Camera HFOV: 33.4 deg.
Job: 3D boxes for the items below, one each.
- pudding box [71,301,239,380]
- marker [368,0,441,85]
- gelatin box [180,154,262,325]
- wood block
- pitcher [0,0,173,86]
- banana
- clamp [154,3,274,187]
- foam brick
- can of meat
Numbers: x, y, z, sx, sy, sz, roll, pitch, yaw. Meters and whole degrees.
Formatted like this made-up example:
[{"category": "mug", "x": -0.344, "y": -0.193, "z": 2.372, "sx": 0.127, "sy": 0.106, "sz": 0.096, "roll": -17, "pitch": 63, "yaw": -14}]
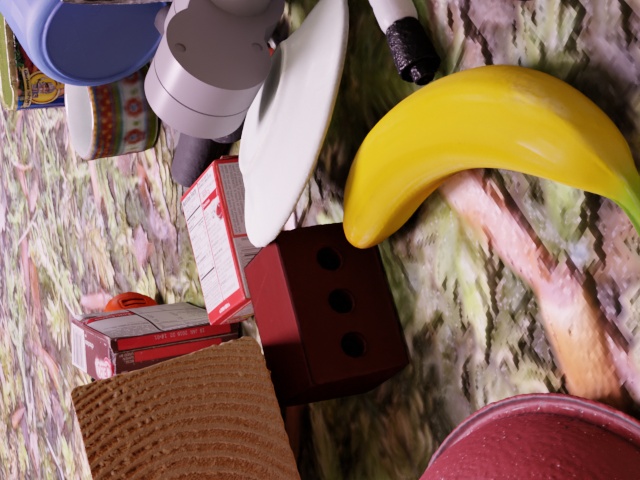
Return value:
[{"category": "pudding box", "x": -0.115, "y": 0.070, "z": 0.731, "sx": 0.114, "sy": 0.089, "sz": 0.039, "roll": 11, "pitch": 105, "yaw": 63}, {"category": "marker", "x": 0.025, "y": -0.120, "z": 0.472, "sx": 0.020, "sy": 0.020, "sz": 0.121, "roll": -55, "pitch": 49, "yaw": 54}, {"category": "gelatin box", "x": -0.054, "y": 0.001, "z": 0.656, "sx": 0.073, "sy": 0.030, "sz": 0.089, "roll": -38, "pitch": 63, "yaw": 62}, {"category": "wood block", "x": -0.067, "y": 0.113, "z": 0.570, "sx": 0.206, "sy": 0.090, "sz": 0.091, "roll": 117, "pitch": 136, "yaw": -79}, {"category": "pitcher", "x": -0.207, "y": -0.220, "z": 0.763, "sx": 0.149, "sy": 0.144, "sz": 0.243, "roll": -51, "pitch": 56, "yaw": 27}, {"category": "banana", "x": 0.053, "y": -0.030, "z": 0.420, "sx": 0.198, "sy": 0.037, "sz": 0.069, "roll": 0, "pitch": 96, "yaw": 64}, {"category": "clamp", "x": -0.069, "y": -0.106, "z": 0.646, "sx": 0.172, "sy": 0.039, "sz": 0.120, "roll": -23, "pitch": 81, "yaw": 65}, {"category": "foam brick", "x": 0.001, "y": 0.037, "z": 0.527, "sx": 0.051, "sy": 0.052, "sz": 0.078, "roll": -43, "pitch": 59, "yaw": 59}, {"category": "can of meat", "x": -0.226, "y": -0.160, "z": 0.895, "sx": 0.058, "sy": 0.083, "sz": 0.102, "roll": 20, "pitch": 115, "yaw": 61}]
